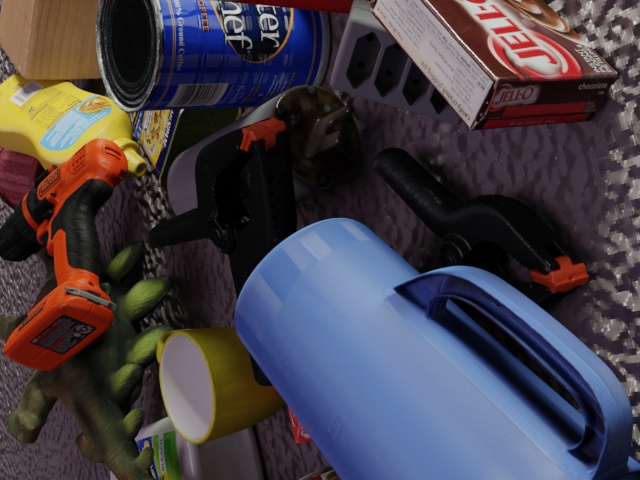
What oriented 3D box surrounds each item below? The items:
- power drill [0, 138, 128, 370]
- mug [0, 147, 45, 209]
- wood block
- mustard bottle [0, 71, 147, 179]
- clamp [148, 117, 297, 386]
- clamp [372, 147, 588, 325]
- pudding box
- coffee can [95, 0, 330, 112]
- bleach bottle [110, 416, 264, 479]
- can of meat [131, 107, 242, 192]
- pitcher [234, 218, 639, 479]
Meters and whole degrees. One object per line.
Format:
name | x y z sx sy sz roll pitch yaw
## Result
power drill | -0.243 0.019 0.966 0.185 0.057 0.187 -37 45 33
mug | -0.287 -0.081 1.140 0.082 0.093 0.117 12 91 49
wood block | -0.251 -0.270 1.048 0.091 0.090 0.206 49 133 40
mustard bottle | -0.243 -0.106 1.055 0.192 0.096 0.058 28 149 30
clamp | -0.055 0.001 0.759 0.165 0.036 0.210 52 144 17
clamp | 0.088 -0.002 0.655 0.172 0.039 0.120 -1 108 55
pudding box | 0.093 -0.109 0.586 0.114 0.089 0.039 55 137 35
coffee can | -0.078 -0.147 0.779 0.103 0.140 0.103 14 107 53
bleach bottle | -0.141 0.220 1.004 0.251 0.067 0.102 -31 68 55
can of meat | -0.119 -0.105 0.918 0.084 0.057 0.102 55 136 37
pitcher | 0.061 0.089 0.610 0.149 0.145 0.243 -42 58 -2
